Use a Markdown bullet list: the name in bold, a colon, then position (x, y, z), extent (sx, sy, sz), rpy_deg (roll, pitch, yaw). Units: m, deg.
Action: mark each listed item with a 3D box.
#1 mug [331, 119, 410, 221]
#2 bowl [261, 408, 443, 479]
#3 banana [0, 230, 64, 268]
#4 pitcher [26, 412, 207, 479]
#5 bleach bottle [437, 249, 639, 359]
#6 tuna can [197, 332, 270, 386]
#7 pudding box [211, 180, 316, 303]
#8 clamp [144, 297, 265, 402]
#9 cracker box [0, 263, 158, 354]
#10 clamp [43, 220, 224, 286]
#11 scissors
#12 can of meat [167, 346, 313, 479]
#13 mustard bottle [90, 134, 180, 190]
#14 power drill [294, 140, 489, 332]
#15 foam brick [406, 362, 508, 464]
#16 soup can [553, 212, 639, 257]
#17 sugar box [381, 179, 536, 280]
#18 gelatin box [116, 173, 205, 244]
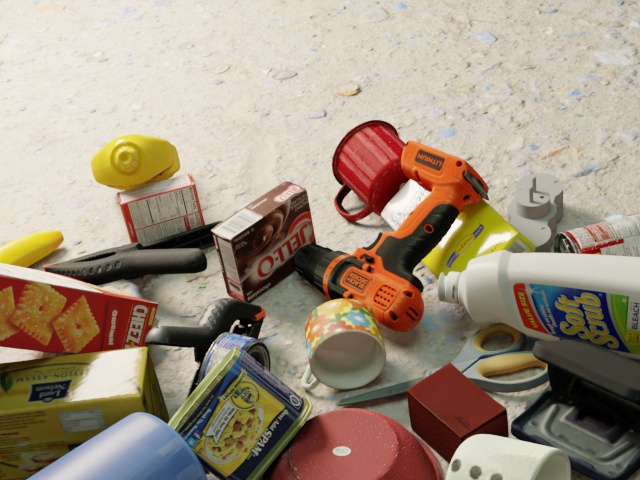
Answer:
- **mug**: position (0.064, -0.071, 1.228), extent (0.117, 0.093, 0.082), rpy_deg (-45, 46, 4)
- **bowl**: position (0.023, 0.194, 0.900), extent (0.162, 0.055, 0.162), rpy_deg (-6, 37, 5)
- **banana**: position (-0.364, 0.047, 1.201), extent (0.069, 0.037, 0.197), rpy_deg (19, 43, 8)
- **pitcher**: position (-0.211, 0.243, 0.839), extent (0.149, 0.145, 0.242), rpy_deg (34, 49, 28)
- **bleach bottle**: position (0.236, 0.060, 0.996), extent (0.251, 0.102, 0.068), rpy_deg (4, 35, 20)
- **tuna can**: position (-0.078, 0.129, 0.982), extent (0.034, 0.086, 0.086), rpy_deg (10, 41, 22)
- **pudding box**: position (-0.058, 0.001, 1.146), extent (0.113, 0.090, 0.039), rpy_deg (-33, 41, -28)
- **clamp**: position (-0.107, 0.098, 1.009), extent (0.039, 0.120, 0.171), rpy_deg (4, 34, 23)
- **cracker box**: position (-0.291, 0.062, 1.014), extent (0.164, 0.072, 0.213), rpy_deg (12, -3, 42)
- **clamp**: position (-0.200, 0.019, 1.180), extent (0.210, 0.036, 0.164), rpy_deg (-10, 11, 15)
- **scissors**: position (0.117, 0.118, 1.014), extent (0.202, 0.016, 0.096), rpy_deg (-4, 35, 7)
- **can of meat**: position (-0.071, 0.153, 0.912), extent (0.102, 0.084, 0.057), rpy_deg (-50, 7, 0)
- **mustard bottle**: position (-0.218, -0.091, 1.253), extent (0.096, 0.058, 0.191), rpy_deg (-13, 1, -4)
- **power drill**: position (0.072, -0.010, 1.102), extent (0.185, 0.057, 0.187), rpy_deg (27, 81, 47)
- **foam brick**: position (0.120, 0.156, 0.932), extent (0.053, 0.051, 0.078), rpy_deg (-27, 40, -21)
- **soup can**: position (0.295, 0.013, 1.071), extent (0.102, 0.068, 0.068), rpy_deg (-14, 37, -7)
- **sugar box**: position (0.140, -0.011, 1.123), extent (0.093, 0.048, 0.176), rpy_deg (-48, 41, 7)
- **gelatin box**: position (-0.182, -0.031, 1.230), extent (0.089, 0.073, 0.030), rpy_deg (-17, 37, -10)
